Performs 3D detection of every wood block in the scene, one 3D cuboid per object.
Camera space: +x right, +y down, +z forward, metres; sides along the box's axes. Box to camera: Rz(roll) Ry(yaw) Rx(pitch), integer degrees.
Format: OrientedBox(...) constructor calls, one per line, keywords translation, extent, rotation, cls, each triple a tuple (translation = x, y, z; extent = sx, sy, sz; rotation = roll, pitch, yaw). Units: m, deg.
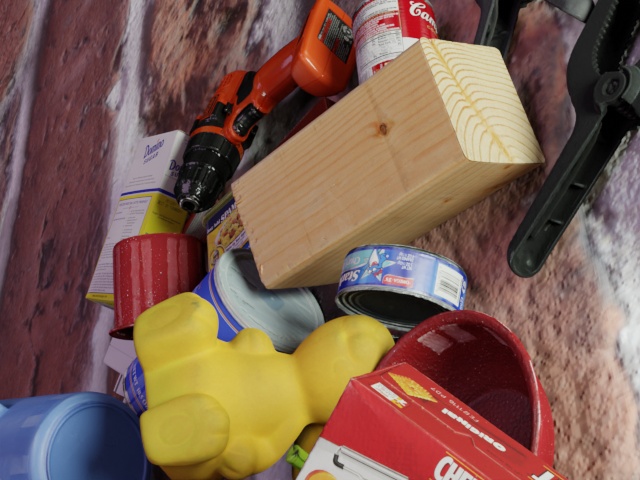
OrientedBox(translation=(0.040, -0.047, 0.758), extent=(0.207, 0.090, 0.091), rotation=(-33, 70, 41), cls="wood block")

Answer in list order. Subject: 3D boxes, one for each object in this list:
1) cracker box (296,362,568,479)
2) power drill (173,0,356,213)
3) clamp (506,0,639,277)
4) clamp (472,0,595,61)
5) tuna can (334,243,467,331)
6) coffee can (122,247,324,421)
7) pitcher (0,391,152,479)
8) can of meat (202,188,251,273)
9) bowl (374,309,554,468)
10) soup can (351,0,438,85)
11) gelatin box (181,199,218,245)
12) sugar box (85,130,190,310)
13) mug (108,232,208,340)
OrientedBox(translation=(0.046, 0.196, 0.550), extent=(0.164, 0.072, 0.214), rotation=(35, 110, 23), cls="cracker box")
OrientedBox(translation=(-0.052, -0.122, 0.958), extent=(0.188, 0.057, 0.184), rotation=(-31, 30, 38), cls="power drill")
OrientedBox(translation=(0.180, -0.078, 0.650), extent=(0.165, 0.036, 0.210), rotation=(-26, 48, 45), cls="clamp")
OrientedBox(translation=(0.146, -0.186, 0.764), extent=(0.120, 0.039, 0.171), rotation=(-25, 53, 46), cls="clamp")
OrientedBox(translation=(0.055, 0.033, 0.716), extent=(0.086, 0.086, 0.033), rotation=(-14, 57, 51), cls="tuna can")
OrientedBox(translation=(-0.078, 0.090, 0.854), extent=(0.140, 0.102, 0.103), rotation=(-48, 37, 27), cls="coffee can")
OrientedBox(translation=(-0.254, 0.181, 0.869), extent=(0.243, 0.149, 0.145), rotation=(-17, 70, 43), cls="pitcher")
OrientedBox(translation=(-0.056, 0.001, 0.921), extent=(0.102, 0.057, 0.084), rotation=(-39, 44, 37), cls="can of meat")
OrientedBox(translation=(0.086, 0.126, 0.640), extent=(0.162, 0.055, 0.162), rotation=(-33, 45, 41), cls="bowl")
OrientedBox(translation=(0.061, -0.135, 0.828), extent=(0.069, 0.068, 0.102), rotation=(-36, 44, 38), cls="soup can")
OrientedBox(translation=(-0.137, -0.016, 1.072), extent=(0.089, 0.030, 0.073), rotation=(-59, 32, 12), cls="gelatin box")
OrientedBox(translation=(-0.170, -0.017, 1.048), extent=(0.094, 0.048, 0.176), rotation=(-1, 66, 57), cls="sugar box")
OrientedBox(translation=(-0.134, 0.043, 0.953), extent=(0.093, 0.117, 0.081), rotation=(-15, 73, 36), cls="mug")
